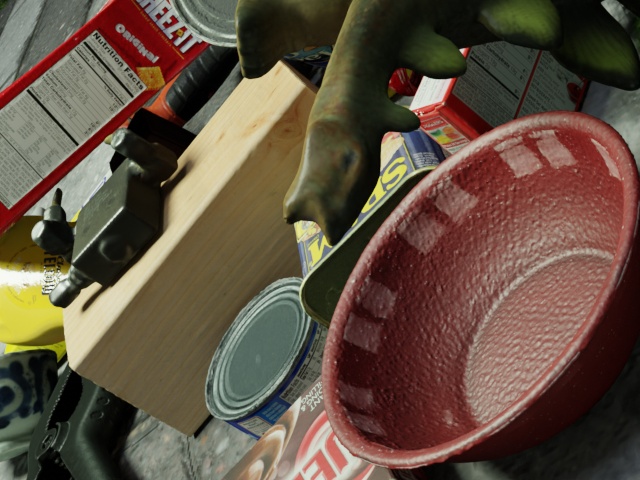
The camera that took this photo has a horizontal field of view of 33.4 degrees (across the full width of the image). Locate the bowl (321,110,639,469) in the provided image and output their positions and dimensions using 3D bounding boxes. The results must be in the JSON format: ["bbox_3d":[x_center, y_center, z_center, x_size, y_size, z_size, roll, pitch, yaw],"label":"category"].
[{"bbox_3d":[0.074,0.028,0.428,0.162,0.055,0.162,-39,30,27],"label":"bowl"}]

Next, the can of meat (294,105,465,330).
[{"bbox_3d":[0.033,-0.011,0.544,0.102,0.057,0.084,-45,25,18],"label":"can of meat"}]

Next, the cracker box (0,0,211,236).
[{"bbox_3d":[-0.186,-0.084,0.734,0.213,0.072,0.164,-46,15,-18],"label":"cracker box"}]

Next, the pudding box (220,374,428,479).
[{"bbox_3d":[-0.007,0.121,0.469,0.113,0.039,0.090,-49,27,11],"label":"pudding box"}]

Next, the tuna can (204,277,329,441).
[{"bbox_3d":[-0.021,0.064,0.569,0.086,0.033,0.086,-39,30,28],"label":"tuna can"}]

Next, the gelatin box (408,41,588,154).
[{"bbox_3d":[0.088,-0.075,0.509,0.030,0.073,0.089,-12,48,54],"label":"gelatin box"}]

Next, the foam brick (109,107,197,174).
[{"bbox_3d":[-0.119,-0.058,0.790,0.051,0.053,0.078,-60,23,10],"label":"foam brick"}]

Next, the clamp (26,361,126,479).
[{"bbox_3d":[-0.175,0.152,0.714,0.165,0.036,0.210,-44,26,19],"label":"clamp"}]

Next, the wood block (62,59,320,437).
[{"bbox_3d":[-0.055,0.000,0.636,0.206,0.090,0.090,-50,26,8],"label":"wood block"}]

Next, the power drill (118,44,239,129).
[{"bbox_3d":[-0.110,-0.148,0.927,0.187,0.057,0.185,-51,21,-8],"label":"power drill"}]

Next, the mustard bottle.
[{"bbox_3d":[-0.150,0.024,0.759,0.192,0.058,0.096,-5,77,28],"label":"mustard bottle"}]
